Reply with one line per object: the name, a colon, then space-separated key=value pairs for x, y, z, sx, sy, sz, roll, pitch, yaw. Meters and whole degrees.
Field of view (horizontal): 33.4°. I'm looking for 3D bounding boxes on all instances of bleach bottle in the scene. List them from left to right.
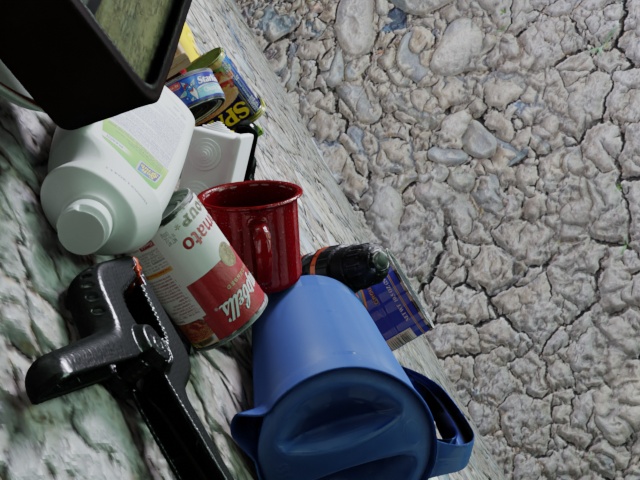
bleach bottle: x=-0.148 y=-0.057 z=0.739 sx=0.102 sy=0.068 sz=0.251 roll=37 pitch=17 yaw=-14

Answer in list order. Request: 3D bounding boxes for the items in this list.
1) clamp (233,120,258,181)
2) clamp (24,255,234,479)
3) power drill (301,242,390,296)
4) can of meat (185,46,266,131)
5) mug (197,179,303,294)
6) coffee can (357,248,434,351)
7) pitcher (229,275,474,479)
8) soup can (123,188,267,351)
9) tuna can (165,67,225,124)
clamp: x=-0.087 y=-0.069 z=1.139 sx=0.039 sy=0.120 sz=0.171 roll=23 pitch=6 yaw=-4
clamp: x=-0.098 y=0.078 z=0.606 sx=0.164 sy=0.036 sz=0.210 roll=51 pitch=7 yaw=-25
power drill: x=0.039 y=0.091 z=1.047 sx=0.185 sy=0.057 sz=0.187 roll=-15 pitch=-76 yaw=58
can of meat: x=-0.127 y=-0.157 z=1.205 sx=0.084 sy=0.102 sz=0.057 roll=53 pitch=7 yaw=-27
mug: x=-0.056 y=0.001 z=0.922 sx=0.117 sy=0.093 sz=0.081 roll=-131 pitch=-145 yaw=-68
coffee can: x=0.039 y=0.087 z=1.174 sx=0.103 sy=0.140 sz=0.103 roll=58 pitch=7 yaw=-11
pitcher: x=0.015 y=0.118 z=0.871 sx=0.149 sy=0.145 sz=0.243 roll=54 pitch=5 yaw=-19
soup can: x=-0.094 y=0.021 z=0.782 sx=0.102 sy=0.068 sz=0.068 roll=57 pitch=7 yaw=-18
tuna can: x=-0.140 y=-0.138 z=1.079 sx=0.034 sy=0.086 sz=0.086 roll=61 pitch=7 yaw=3
